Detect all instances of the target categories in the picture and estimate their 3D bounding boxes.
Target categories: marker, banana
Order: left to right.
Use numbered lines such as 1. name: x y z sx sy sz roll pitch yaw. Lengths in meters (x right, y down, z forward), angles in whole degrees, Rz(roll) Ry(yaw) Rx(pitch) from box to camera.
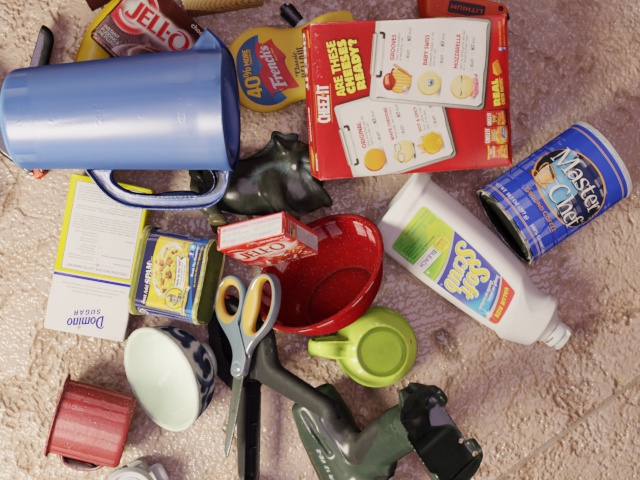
1. banana: -0.248 -0.194 1.216 0.069 0.037 0.198 8 90 -24
2. marker: -0.002 -0.229 1.235 0.020 0.020 0.121 -45 90 -3

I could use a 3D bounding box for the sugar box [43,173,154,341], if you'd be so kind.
1. sugar box: -0.248 0.019 1.203 0.093 0.048 0.176 11 91 -2

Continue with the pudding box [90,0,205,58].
1. pudding box: -0.187 -0.225 1.197 0.113 0.039 0.090 42 79 -20

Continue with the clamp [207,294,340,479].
1. clamp: -0.077 0.156 1.183 0.165 0.036 0.210 -50 60 29

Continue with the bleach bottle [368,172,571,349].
1. bleach bottle: 0.181 0.032 1.204 0.251 0.068 0.103 36 116 -3

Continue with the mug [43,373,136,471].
1. mug: -0.255 0.212 1.181 0.081 0.093 0.117 16 118 -7

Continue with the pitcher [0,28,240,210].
1. pitcher: -0.206 -0.124 1.133 0.243 0.145 0.149 -3 56 5

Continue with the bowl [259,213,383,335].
1. bowl: 0.009 0.048 1.181 0.162 0.162 0.055 -42 129 -3

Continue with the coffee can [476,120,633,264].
1. coffee can: 0.262 -0.054 1.200 0.140 0.103 0.103 -34 90 -3

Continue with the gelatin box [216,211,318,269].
1. gelatin box: -0.058 0.001 1.173 0.089 0.073 0.030 -14 65 28

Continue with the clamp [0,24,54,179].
1. clamp: -0.334 -0.158 1.208 0.120 0.039 0.171 -25 96 1

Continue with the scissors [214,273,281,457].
1. scissors: -0.098 0.125 1.165 0.096 0.016 0.202 27 99 38

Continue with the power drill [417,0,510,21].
1. power drill: 0.135 -0.185 1.222 0.184 0.057 0.187 8 91 -6

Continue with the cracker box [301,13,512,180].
1. cracker box: 0.092 -0.155 1.144 0.213 0.072 0.164 -5 97 -9

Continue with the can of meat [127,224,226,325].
1. can of meat: -0.158 0.040 1.187 0.084 0.057 0.102 10 87 19

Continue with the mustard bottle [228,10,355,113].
1. mustard bottle: -0.049 -0.195 1.203 0.192 0.058 0.096 -10 99 8
